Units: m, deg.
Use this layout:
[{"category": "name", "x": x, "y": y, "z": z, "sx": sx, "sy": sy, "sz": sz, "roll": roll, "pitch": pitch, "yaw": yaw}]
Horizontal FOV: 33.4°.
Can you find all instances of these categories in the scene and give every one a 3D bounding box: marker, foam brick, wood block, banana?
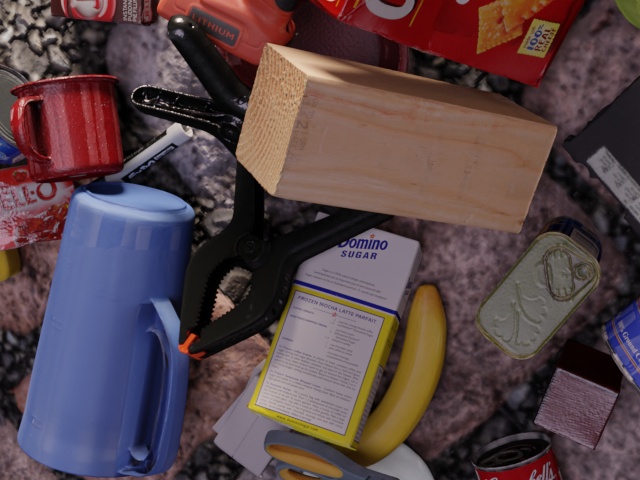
[{"category": "marker", "x": -0.166, "y": -0.070, "z": 0.960, "sx": 0.121, "sy": 0.020, "sz": 0.020, "roll": -31, "pitch": 91, "yaw": 22}, {"category": "foam brick", "x": 0.206, "y": 0.120, "z": 0.847, "sx": 0.053, "sy": 0.078, "sz": 0.051, "roll": 23, "pitch": 109, "yaw": 15}, {"category": "wood block", "x": 0.055, "y": -0.073, "z": 0.786, "sx": 0.205, "sy": 0.091, "sz": 0.090, "roll": 8, "pitch": 110, "yaw": -26}, {"category": "banana", "x": 0.060, "y": 0.131, "z": 0.914, "sx": 0.069, "sy": 0.037, "sz": 0.198, "roll": 34, "pitch": 105, "yaw": -4}]

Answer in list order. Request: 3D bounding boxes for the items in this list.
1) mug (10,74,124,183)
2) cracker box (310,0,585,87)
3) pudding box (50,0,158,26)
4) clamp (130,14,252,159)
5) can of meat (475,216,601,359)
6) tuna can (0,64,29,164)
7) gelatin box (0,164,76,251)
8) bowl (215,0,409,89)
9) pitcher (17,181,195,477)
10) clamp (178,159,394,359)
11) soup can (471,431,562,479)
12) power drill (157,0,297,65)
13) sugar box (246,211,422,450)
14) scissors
[{"category": "mug", "x": -0.220, "y": -0.094, "z": 0.915, "sx": 0.093, "sy": 0.117, "sz": 0.081, "roll": -8, "pitch": 91, "yaw": 24}, {"category": "cracker box", "x": 0.107, "y": -0.209, "z": 0.734, "sx": 0.072, "sy": 0.213, "sz": 0.164, "roll": 45, "pitch": 116, "yaw": 41}, {"category": "pudding box", "x": -0.185, "y": -0.245, "z": 0.916, "sx": 0.090, "sy": 0.039, "sz": 0.113, "roll": 9, "pitch": 105, "yaw": 17}, {"category": "clamp", "x": -0.064, "y": -0.103, "z": 0.825, "sx": 0.171, "sy": 0.039, "sz": 0.120, "roll": 27, "pitch": 153, "yaw": -2}, {"category": "can of meat", "x": 0.174, "y": 0.034, "z": 0.834, "sx": 0.057, "sy": 0.083, "sz": 0.102, "roll": 39, "pitch": 111, "yaw": 7}, {"category": "tuna can", "x": -0.284, "y": -0.112, "z": 0.955, "sx": 0.034, "sy": 0.086, "sz": 0.086, "roll": -25, "pitch": 93, "yaw": 23}, {"category": "gelatin box", "x": -0.267, "y": -0.033, "z": 0.977, "sx": 0.089, "sy": 0.030, "sz": 0.073, "roll": -11, "pitch": 99, "yaw": -10}, {"category": "bowl", "x": -0.001, "y": -0.152, "z": 0.866, "sx": 0.162, "sy": 0.055, "sz": 0.162, "roll": 4, "pitch": 103, "yaw": 18}, {"category": "pitcher", "x": -0.176, "y": 0.080, "z": 0.939, "sx": 0.149, "sy": 0.145, "sz": 0.243, "roll": 12, "pitch": 103, "yaw": -1}, {"category": "clamp", "x": -0.056, "y": 0.001, "z": 0.880, "sx": 0.165, "sy": 0.036, "sz": 0.210, "roll": 40, "pitch": 90, "yaw": 28}, {"category": "soup can", "x": 0.173, "y": 0.220, "z": 0.886, "sx": 0.069, "sy": 0.068, "sz": 0.102, "roll": -16, "pitch": 97, "yaw": 21}, {"category": "power drill", "x": -0.059, "y": -0.236, "z": 0.773, "sx": 0.184, "sy": 0.057, "sz": 0.188, "roll": 29, "pitch": 129, "yaw": 7}, {"category": "sugar box", "x": 0.014, "y": 0.073, "z": 0.880, "sx": 0.093, "sy": 0.048, "sz": 0.176, "roll": 18, "pitch": 76, "yaw": 14}, {"category": "scissors", "x": 0.044, "y": 0.208, "z": 0.894, "sx": 0.201, "sy": 0.016, "sz": 0.096, "roll": 23, "pitch": 148, "yaw": -2}]
